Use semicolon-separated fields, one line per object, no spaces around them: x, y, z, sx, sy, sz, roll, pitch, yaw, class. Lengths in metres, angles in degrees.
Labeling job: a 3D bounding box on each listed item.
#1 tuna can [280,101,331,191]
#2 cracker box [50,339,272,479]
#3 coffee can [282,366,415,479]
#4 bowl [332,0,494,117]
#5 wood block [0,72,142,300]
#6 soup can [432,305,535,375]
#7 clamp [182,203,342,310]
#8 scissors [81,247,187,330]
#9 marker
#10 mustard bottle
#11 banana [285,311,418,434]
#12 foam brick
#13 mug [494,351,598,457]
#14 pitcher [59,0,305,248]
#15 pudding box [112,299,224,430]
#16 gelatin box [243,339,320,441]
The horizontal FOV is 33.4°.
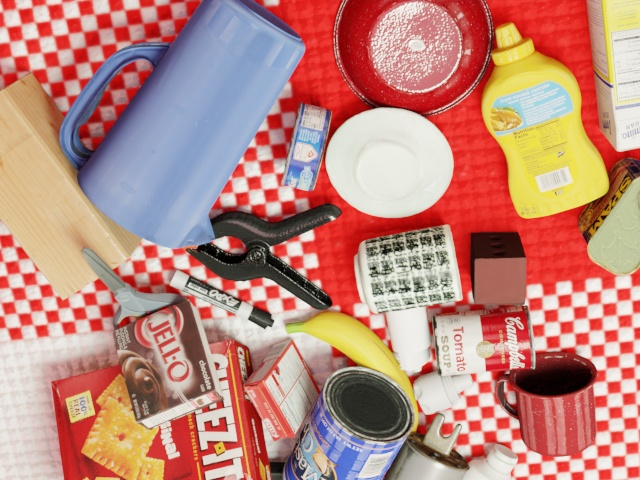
-0.014;-0.093;1.067;0.033;0.086;0.086;13;109;-3;tuna can
-0.173;0.210;1.152;0.214;0.072;0.164;-14;73;9;cracker box
0.028;0.220;1.144;0.103;0.102;0.140;21;127;-4;coffee can
0.091;-0.193;1.041;0.162;0.055;0.162;1;109;3;bowl
-0.281;-0.056;1.095;0.091;0.090;0.206;-30;105;14;wood block
0.172;0.107;1.134;0.102;0.068;0.068;-6;109;6;soup can
-0.057;0.001;1.127;0.171;0.039;0.120;14;108;-1;clamp
-0.185;0.053;1.107;0.096;0.016;0.202;-13;148;-10;scissors
-0.106;0.065;1.163;0.121;0.020;0.020;25;109;-5;marker
0.212;-0.123;1.055;0.096;0.058;0.191;-17;108;20;mustard bottle
0.053;0.140;1.172;0.197;0.037;0.070;45;126;-10;banana
0.182;0.028;1.100;0.053;0.078;0.051;0;111;4;foam brick
0.242;0.176;1.149;0.117;0.093;0.081;6;118;34;mug
-0.131;-0.127;1.043;0.149;0.145;0.243;19;112;-48;pitcher
-0.159;0.129;1.113;0.090;0.039;0.113;-23;63;4;pudding box
-0.041;0.162;1.154;0.030;0.089;0.073;-18;108;30;gelatin box
